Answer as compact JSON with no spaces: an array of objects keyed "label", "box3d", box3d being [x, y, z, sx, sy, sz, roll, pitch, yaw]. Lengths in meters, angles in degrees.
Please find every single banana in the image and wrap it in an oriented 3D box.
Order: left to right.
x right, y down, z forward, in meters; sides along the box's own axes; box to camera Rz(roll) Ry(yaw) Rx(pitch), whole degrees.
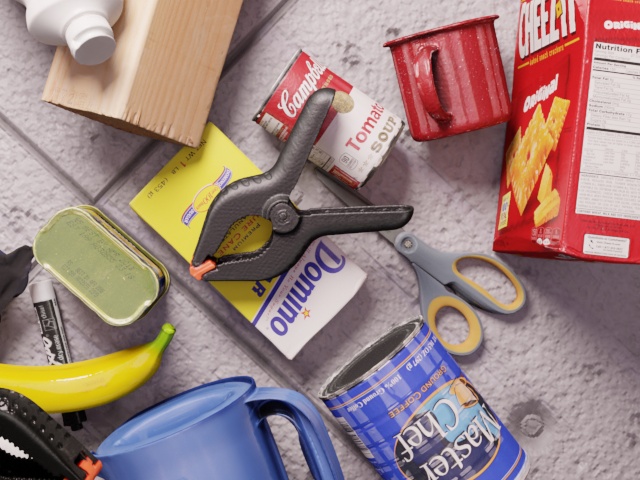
[{"label":"banana","box3d":[-0.206,0.101,0.803,0.197,0.037,0.070,-8,116,-11]}]

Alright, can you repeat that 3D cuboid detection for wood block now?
[{"label":"wood block","box3d":[-0.119,-0.183,0.795,0.090,0.090,0.206,16,89,36]}]

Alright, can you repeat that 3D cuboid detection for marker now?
[{"label":"marker","box3d":[-0.207,0.091,0.841,0.020,0.020,0.121,-14,92,-5]}]

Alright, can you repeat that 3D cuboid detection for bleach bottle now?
[{"label":"bleach bottle","box3d":[-0.212,-0.220,0.760,0.102,0.068,0.251,-28,65,-3]}]

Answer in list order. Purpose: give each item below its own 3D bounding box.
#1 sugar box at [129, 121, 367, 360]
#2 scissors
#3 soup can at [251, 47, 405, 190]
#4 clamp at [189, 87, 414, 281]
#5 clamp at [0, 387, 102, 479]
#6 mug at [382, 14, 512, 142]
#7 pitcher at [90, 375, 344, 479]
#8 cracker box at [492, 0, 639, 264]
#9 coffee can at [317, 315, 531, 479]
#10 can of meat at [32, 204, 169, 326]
[{"label":"sugar box","box3d":[-0.055,0.001,0.841,0.176,0.048,0.093,43,87,-3]},{"label":"scissors","box3d":[0.069,0.024,0.867,0.201,0.016,0.096,24,88,-5]},{"label":"soup can","box3d":[0.006,-0.094,0.835,0.102,0.068,0.068,34,87,-5]},{"label":"clamp","box3d":[-0.018,-0.017,0.799,0.171,0.039,0.120,-42,95,8]},{"label":"clamp","box3d":[-0.254,0.124,0.745,0.210,0.036,0.165,13,124,11]},{"label":"mug","box3d":[0.098,-0.122,0.823,0.093,0.117,0.081,-11,97,22]},{"label":"pitcher","box3d":[-0.058,0.230,0.800,0.144,0.149,0.243,-26,97,-30]},{"label":"cracker box","box3d":[0.192,-0.091,0.804,0.072,0.164,0.214,6,90,-8]},{"label":"coffee can","box3d":[0.080,0.144,0.826,0.103,0.103,0.140,-38,93,-4]},{"label":"can of meat","box3d":[-0.166,0.019,0.812,0.102,0.084,0.057,41,87,-5]}]
